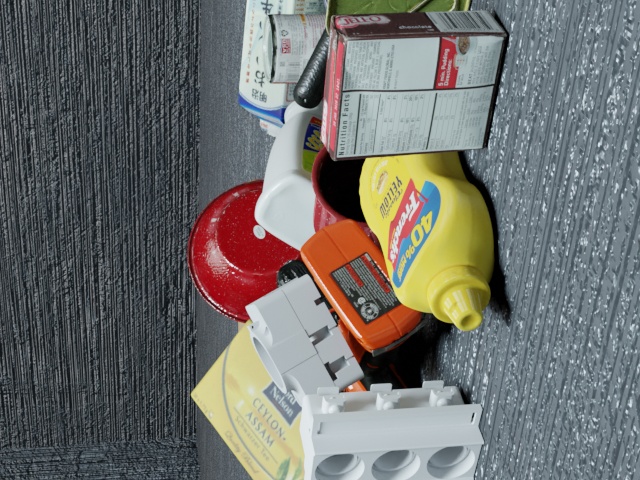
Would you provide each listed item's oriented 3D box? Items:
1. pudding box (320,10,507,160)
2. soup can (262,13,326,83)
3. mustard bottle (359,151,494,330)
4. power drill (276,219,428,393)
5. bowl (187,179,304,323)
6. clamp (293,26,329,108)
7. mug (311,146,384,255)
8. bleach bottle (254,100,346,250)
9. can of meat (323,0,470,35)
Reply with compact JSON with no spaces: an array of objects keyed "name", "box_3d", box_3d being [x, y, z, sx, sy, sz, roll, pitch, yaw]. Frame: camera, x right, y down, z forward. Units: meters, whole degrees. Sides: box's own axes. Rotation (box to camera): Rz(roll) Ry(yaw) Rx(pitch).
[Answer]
[{"name":"pudding box","box_3d":[0.059,-0.102,0.702,0.039,0.113,0.090,-111,22,-52]},{"name":"soup can","box_3d":[-0.002,-0.186,1.038,0.068,0.102,0.068,178,90,-80]},{"name":"mustard bottle","box_3d":[0.079,-0.006,0.756,0.096,0.058,0.191,-63,26,30]},{"name":"power drill","box_3d":[0.021,0.059,0.884,0.184,0.057,0.188,51,164,22]},{"name":"bowl","box_3d":[-0.057,0.001,1.074,0.055,0.162,0.162,85,179,-68]},{"name":"clamp","box_3d":[0.037,-0.212,0.871,0.210,0.036,0.164,-53,14,54]},{"name":"mug","box_3d":[0.040,-0.022,0.901,0.081,0.093,0.117,98,156,-62]},{"name":"bleach bottle","box_3d":[-0.011,-0.083,1.073,0.068,0.102,0.251,-48,22,24]},{"name":"can of meat","box_3d":[0.050,-0.187,0.777,0.084,0.102,0.057,-101,13,-49]}]
